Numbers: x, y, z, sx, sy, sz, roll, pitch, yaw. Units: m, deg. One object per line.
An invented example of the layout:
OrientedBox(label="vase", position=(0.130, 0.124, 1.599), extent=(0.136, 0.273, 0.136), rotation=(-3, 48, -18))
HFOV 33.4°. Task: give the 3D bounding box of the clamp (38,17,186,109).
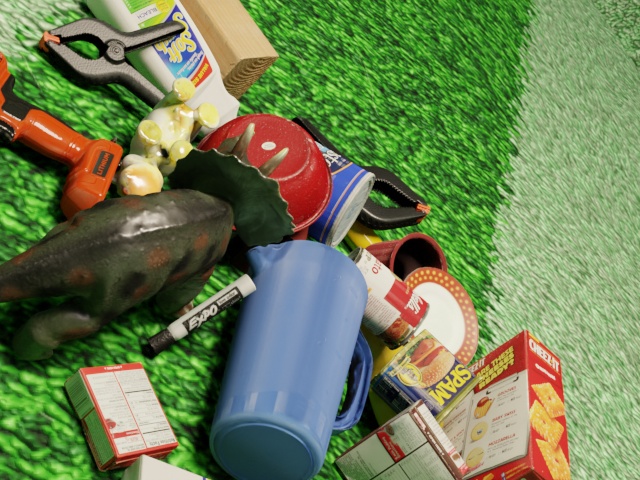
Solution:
OrientedBox(label="clamp", position=(-0.231, -0.200, 1.214), extent=(0.171, 0.039, 0.120), rotation=(-1, 71, -24))

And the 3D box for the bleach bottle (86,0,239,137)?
OrientedBox(label="bleach bottle", position=(-0.173, -0.221, 1.301), extent=(0.102, 0.068, 0.251), rotation=(-35, 84, -35))

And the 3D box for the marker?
OrientedBox(label="marker", position=(-0.117, 0.073, 1.031), extent=(0.020, 0.121, 0.020), rotation=(53, -13, 17))

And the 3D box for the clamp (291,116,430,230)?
OrientedBox(label="clamp", position=(0.041, -0.075, 1.378), extent=(0.209, 0.036, 0.164), rotation=(14, 54, -17))

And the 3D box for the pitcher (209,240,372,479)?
OrientedBox(label="pitcher", position=(-0.025, 0.128, 1.062), extent=(0.149, 0.145, 0.242), rotation=(9, 40, 4))

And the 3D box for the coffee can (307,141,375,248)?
OrientedBox(label="coffee can", position=(-0.021, -0.068, 1.256), extent=(0.140, 0.103, 0.102), rotation=(31, 30, 9))

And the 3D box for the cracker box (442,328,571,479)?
OrientedBox(label="cracker box", position=(0.192, 0.225, 1.187), extent=(0.072, 0.164, 0.213), rotation=(40, 32, -19))

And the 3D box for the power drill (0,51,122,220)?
OrientedBox(label="power drill", position=(-0.291, -0.095, 1.031), extent=(0.187, 0.057, 0.184), rotation=(37, 33, -20))

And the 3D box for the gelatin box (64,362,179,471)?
OrientedBox(label="gelatin box", position=(-0.174, 0.153, 0.932), extent=(0.073, 0.030, 0.089), rotation=(1, 55, -53))

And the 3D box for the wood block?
OrientedBox(label="wood block", position=(-0.160, -0.287, 1.381), extent=(0.206, 0.091, 0.090), rotation=(55, 31, 10))

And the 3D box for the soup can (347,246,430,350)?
OrientedBox(label="soup can", position=(0.062, 0.064, 1.184), extent=(0.102, 0.069, 0.068), rotation=(40, 32, -8))

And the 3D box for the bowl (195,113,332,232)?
OrientedBox(label="bowl", position=(-0.061, -0.085, 1.161), extent=(0.162, 0.055, 0.162), rotation=(6, 55, -9))

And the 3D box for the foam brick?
OrientedBox(label="foam brick", position=(-0.058, 0.001, 1.203), extent=(0.053, 0.078, 0.051), rotation=(35, 34, -19))

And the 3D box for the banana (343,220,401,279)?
OrientedBox(label="banana", position=(0.051, -0.018, 1.403), extent=(0.069, 0.037, 0.198), rotation=(-10, 64, -53))

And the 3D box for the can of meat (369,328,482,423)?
OrientedBox(label="can of meat", position=(0.114, 0.155, 1.162), extent=(0.084, 0.058, 0.101), rotation=(43, 44, 13))

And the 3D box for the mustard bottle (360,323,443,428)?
OrientedBox(label="mustard bottle", position=(0.094, 0.176, 1.220), extent=(0.096, 0.058, 0.191), rotation=(25, 37, -42))

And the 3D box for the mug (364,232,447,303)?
OrientedBox(label="mug", position=(0.089, 0.047, 1.320), extent=(0.117, 0.082, 0.093), rotation=(-41, 109, -31))

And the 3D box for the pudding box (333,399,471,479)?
OrientedBox(label="pudding box", position=(0.082, 0.231, 1.091), extent=(0.090, 0.114, 0.039), rotation=(55, 28, 9))
